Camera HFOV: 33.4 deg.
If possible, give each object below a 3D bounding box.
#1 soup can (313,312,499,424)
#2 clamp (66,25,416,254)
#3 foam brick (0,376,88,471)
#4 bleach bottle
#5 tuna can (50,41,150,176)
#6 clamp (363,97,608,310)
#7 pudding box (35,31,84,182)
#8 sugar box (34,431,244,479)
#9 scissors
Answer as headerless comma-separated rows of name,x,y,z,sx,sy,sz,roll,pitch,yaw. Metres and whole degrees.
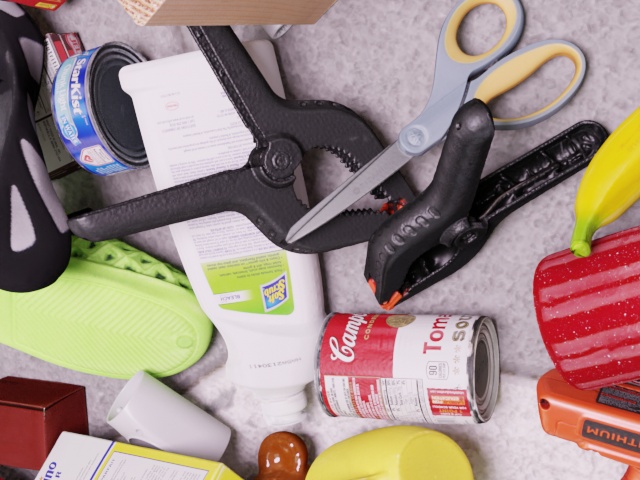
soup can,0.055,0.080,0.670,0.102,0.068,0.068,-1,101,23
clamp,-0.037,-0.041,0.638,0.209,0.036,0.164,28,87,-20
foam brick,-0.224,0.138,0.813,0.078,0.052,0.051,3,102,24
bleach bottle,-0.055,0.001,0.703,0.103,0.068,0.251,-9,99,14
tuna can,-0.139,-0.086,0.710,0.034,0.086,0.086,-11,97,27
clamp,0.076,-0.020,0.620,0.172,0.120,0.039,-45,50,27
pudding box,-0.208,-0.087,0.766,0.114,0.039,0.090,-21,92,23
sugar box,-0.133,0.187,0.718,0.177,0.093,0.048,-1,142,45
scissors,0.055,-0.080,0.629,0.202,0.016,0.096,-23,79,4
